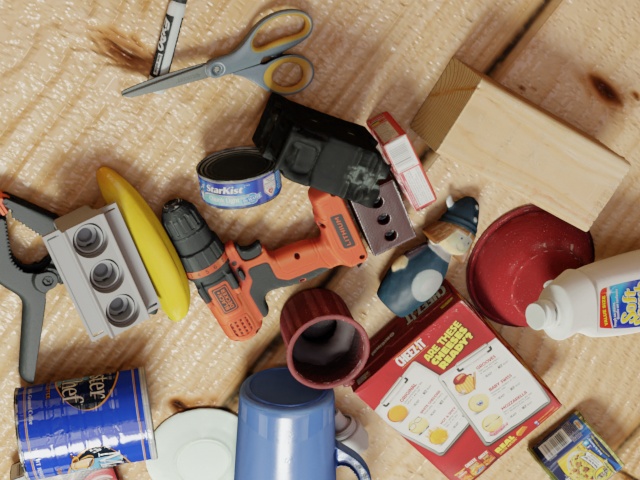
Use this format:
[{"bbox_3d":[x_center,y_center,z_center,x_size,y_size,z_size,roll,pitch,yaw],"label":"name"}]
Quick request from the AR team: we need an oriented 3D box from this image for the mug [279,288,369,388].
[{"bbox_3d":[0.006,0.114,1.195,0.093,0.081,0.117,-32,118,2],"label":"mug"}]

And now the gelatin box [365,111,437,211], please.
[{"bbox_3d":[0.085,-0.083,1.127,0.030,0.073,0.089,-28,119,1],"label":"gelatin box"}]

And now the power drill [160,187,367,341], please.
[{"bbox_3d":[-0.057,0.001,1.143,0.187,0.057,0.184,-26,120,2],"label":"power drill"}]

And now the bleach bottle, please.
[{"bbox_3d":[0.326,0.070,1.207,0.250,0.068,0.103,-11,118,-36],"label":"bleach bottle"}]

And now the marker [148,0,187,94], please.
[{"bbox_3d":[-0.147,-0.203,1.045,0.020,0.020,0.121,12,111,-19],"label":"marker"}]

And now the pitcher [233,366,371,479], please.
[{"bbox_3d":[-0.030,0.275,1.239,0.148,0.145,0.243,-19,120,-41],"label":"pitcher"}]

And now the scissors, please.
[{"bbox_3d":[-0.090,-0.161,1.070,0.201,0.016,0.096,-31,122,-4],"label":"scissors"}]

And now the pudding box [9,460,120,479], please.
[{"bbox_3d":[-0.289,0.282,1.228,0.113,0.039,0.090,-16,117,-6],"label":"pudding box"}]

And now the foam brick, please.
[{"bbox_3d":[0.063,-0.033,1.157,0.053,0.051,0.078,-26,118,0],"label":"foam brick"}]

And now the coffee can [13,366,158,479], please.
[{"bbox_3d":[-0.254,0.199,1.161,0.140,0.103,0.103,-8,116,-10],"label":"coffee can"}]

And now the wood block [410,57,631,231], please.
[{"bbox_3d":[0.214,-0.102,1.139,0.205,0.091,0.090,25,106,-22],"label":"wood block"}]

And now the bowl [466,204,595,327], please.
[{"bbox_3d":[0.254,0.041,1.237,0.162,0.055,0.162,-5,115,-12],"label":"bowl"}]

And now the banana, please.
[{"bbox_3d":[-0.178,0.014,1.111,0.037,0.070,0.198,-40,123,-34],"label":"banana"}]

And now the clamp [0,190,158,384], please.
[{"bbox_3d":[-0.291,0.045,1.114,0.164,0.036,0.210,-36,118,-4],"label":"clamp"}]

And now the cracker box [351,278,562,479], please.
[{"bbox_3d":[0.157,0.172,1.266,0.164,0.072,0.213,-42,116,7],"label":"cracker box"}]

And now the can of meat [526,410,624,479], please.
[{"bbox_3d":[0.328,0.279,1.365,0.084,0.057,0.102,-41,118,4],"label":"can of meat"}]

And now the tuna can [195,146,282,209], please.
[{"bbox_3d":[-0.082,-0.064,1.089,0.086,0.086,0.034,-11,118,-9],"label":"tuna can"}]
